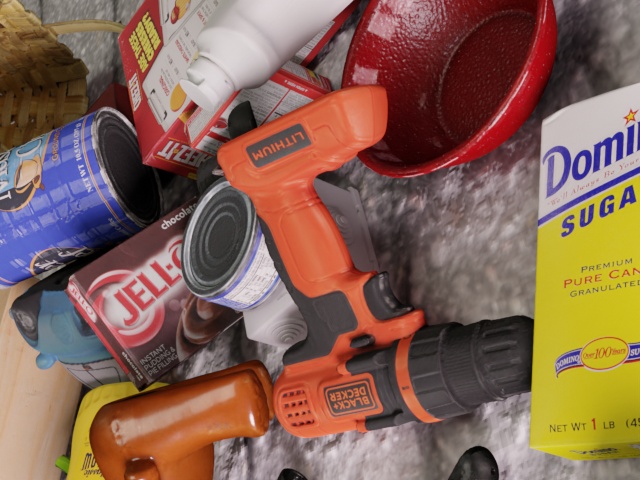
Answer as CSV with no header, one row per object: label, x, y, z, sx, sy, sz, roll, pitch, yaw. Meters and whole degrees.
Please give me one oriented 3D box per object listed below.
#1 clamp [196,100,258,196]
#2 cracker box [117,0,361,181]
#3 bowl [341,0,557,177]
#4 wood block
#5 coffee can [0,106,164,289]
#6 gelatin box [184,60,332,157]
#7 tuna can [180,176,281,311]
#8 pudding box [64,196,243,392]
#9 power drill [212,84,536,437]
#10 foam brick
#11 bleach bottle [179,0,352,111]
clamp,-0.042,-0.055,0.726,0.172,0.120,0.039,-29,62,46
cracker box,-0.069,-0.176,0.848,0.214,0.072,0.164,-46,42,30
bowl,0.085,-0.106,0.634,0.162,0.055,0.162,-26,55,43
wood block,-0.270,0.145,0.921,0.091,0.090,0.206,-21,52,45
coffee can,-0.210,-0.032,0.846,0.140,0.102,0.103,-21,54,14
gelatin box,-0.045,-0.093,0.777,0.089,0.073,0.030,-47,42,29
tuna can,-0.055,0.001,0.695,0.086,0.033,0.086,-26,55,43
pudding box,-0.105,0.036,0.740,0.090,0.113,0.039,53,148,3
power drill,0.027,0.013,0.593,0.185,0.057,0.187,-19,88,36
foam brick,-0.157,-0.089,0.912,0.053,0.078,0.051,-43,43,31
bleach bottle,0.006,-0.181,0.676,0.250,0.068,0.103,-50,23,-14
